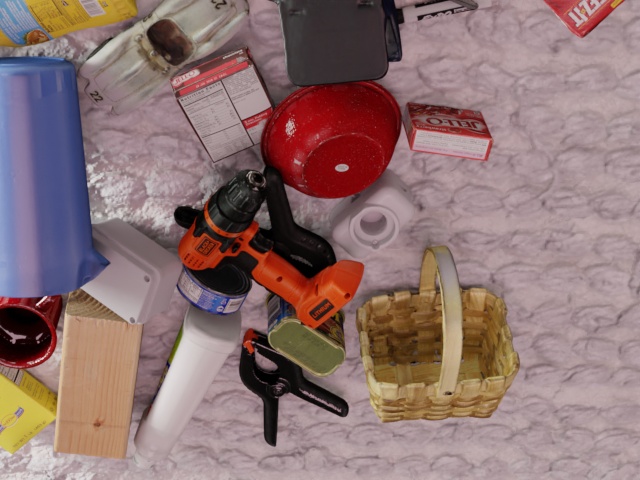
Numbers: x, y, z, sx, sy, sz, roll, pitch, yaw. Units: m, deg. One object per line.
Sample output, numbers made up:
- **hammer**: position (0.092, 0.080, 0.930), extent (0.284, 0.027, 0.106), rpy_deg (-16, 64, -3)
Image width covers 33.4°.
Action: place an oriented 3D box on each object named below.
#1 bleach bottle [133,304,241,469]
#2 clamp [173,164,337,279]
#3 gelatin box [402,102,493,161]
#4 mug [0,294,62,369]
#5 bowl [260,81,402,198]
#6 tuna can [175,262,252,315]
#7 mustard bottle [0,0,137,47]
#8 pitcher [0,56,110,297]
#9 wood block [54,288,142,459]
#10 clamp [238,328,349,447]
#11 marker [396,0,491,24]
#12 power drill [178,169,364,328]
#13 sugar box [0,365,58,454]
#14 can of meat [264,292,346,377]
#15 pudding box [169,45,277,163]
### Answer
- **bleach bottle**: position (-0.175, 0.189, 1.315), extent (0.068, 0.102, 0.251), rpy_deg (23, 116, -10)
- **clamp**: position (-0.058, 0.002, 1.236), extent (0.165, 0.036, 0.209), rpy_deg (-14, 134, 36)
- **gelatin box**: position (0.139, -0.120, 1.166), extent (0.089, 0.073, 0.030), rpy_deg (7, 120, -6)
- **mug**: position (-0.344, 0.083, 1.259), extent (0.093, 0.081, 0.117), rpy_deg (38, 112, -21)
- **bowl**: position (0.018, -0.097, 1.157), extent (0.162, 0.055, 0.162), rpy_deg (-10, 137, -9)
- **tuna can**: position (-0.125, 0.048, 1.246), extent (0.086, 0.086, 0.034), rpy_deg (22, 118, -14)
- **mustard bottle**: position (-0.289, -0.240, 1.078), extent (0.192, 0.058, 0.096), rpy_deg (-15, 156, 7)
- **pitcher**: position (-0.318, -0.068, 1.127), extent (0.148, 0.145, 0.243), rpy_deg (-11, 108, -37)
- **wood block**: position (-0.268, 0.156, 1.300), extent (0.090, 0.090, 0.206), rpy_deg (8, 119, -8)
- **clamp**: position (-0.058, 0.190, 1.358), extent (0.120, 0.039, 0.171), rpy_deg (-36, 109, 12)
- **marker**: position (0.119, -0.244, 1.125), extent (0.121, 0.020, 0.020), rpy_deg (-11, 120, 4)
- **power drill**: position (-0.049, 0.011, 1.168), extent (0.187, 0.057, 0.185), rpy_deg (32, 144, -11)
- **sugar box**: position (-0.422, 0.184, 1.336), extent (0.093, 0.048, 0.176), rpy_deg (-40, 115, 19)
- **can of meat**: position (-0.017, 0.106, 1.285), extent (0.102, 0.084, 0.057), rpy_deg (35, 113, -20)
- **pudding box**: position (-0.098, -0.143, 1.137), extent (0.090, 0.039, 0.113), rpy_deg (-22, 140, 3)
